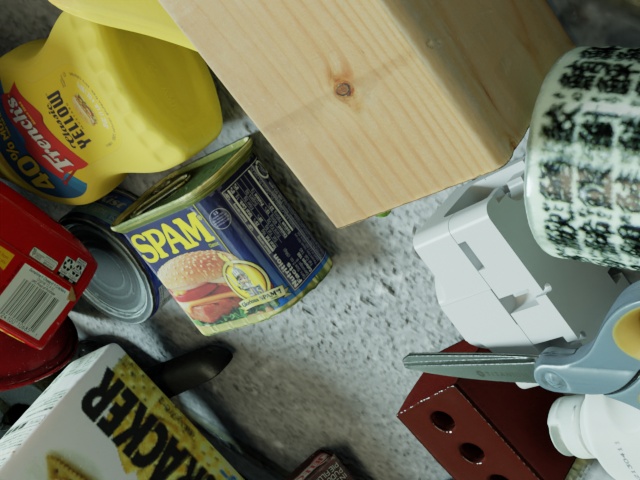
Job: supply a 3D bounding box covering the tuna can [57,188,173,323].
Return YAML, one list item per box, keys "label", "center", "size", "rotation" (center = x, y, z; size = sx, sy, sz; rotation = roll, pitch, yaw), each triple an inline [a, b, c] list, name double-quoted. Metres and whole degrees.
- label: "tuna can"
  center: [-0.129, 0.011, 0.680]
  size: [0.086, 0.033, 0.086]
  rotation: [24, 137, 24]

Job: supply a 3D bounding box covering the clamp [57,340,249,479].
- label: "clamp"
  center: [-0.129, 0.130, 0.784]
  size: [0.210, 0.036, 0.164]
  rotation: [6, 127, 33]

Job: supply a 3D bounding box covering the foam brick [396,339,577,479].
- label: "foam brick"
  center: [0.089, 0.093, 0.549]
  size: [0.078, 0.051, 0.053]
  rotation: [47, 141, -3]

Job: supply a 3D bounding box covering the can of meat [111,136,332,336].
- label: "can of meat"
  center: [-0.054, 0.001, 0.589]
  size: [0.102, 0.057, 0.084]
  rotation: [-18, 114, 48]

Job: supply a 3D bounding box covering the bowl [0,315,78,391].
- label: "bowl"
  center: [-0.245, 0.042, 0.732]
  size: [0.162, 0.161, 0.055]
  rotation: [21, 114, 26]

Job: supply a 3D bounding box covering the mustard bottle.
- label: "mustard bottle"
  center: [-0.140, -0.070, 0.600]
  size: [0.192, 0.058, 0.096]
  rotation: [-16, 111, 48]

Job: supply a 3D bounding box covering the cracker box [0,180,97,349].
- label: "cracker box"
  center: [-0.254, -0.036, 0.637]
  size: [0.214, 0.072, 0.164]
  rotation: [29, 171, 39]

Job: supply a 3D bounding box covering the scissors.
- label: "scissors"
  center: [0.098, 0.041, 0.429]
  size: [0.202, 0.016, 0.096]
  rotation: [10, 141, 40]

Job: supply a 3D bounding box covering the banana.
- label: "banana"
  center: [-0.034, -0.083, 0.490]
  size: [0.197, 0.037, 0.070]
  rotation: [34, 121, -6]

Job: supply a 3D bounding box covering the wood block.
- label: "wood block"
  center: [-0.007, -0.118, 0.398]
  size: [0.091, 0.090, 0.206]
  rotation: [-20, 115, 44]
